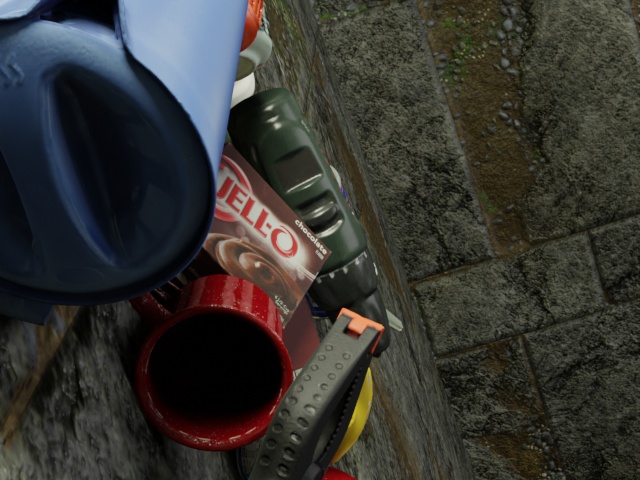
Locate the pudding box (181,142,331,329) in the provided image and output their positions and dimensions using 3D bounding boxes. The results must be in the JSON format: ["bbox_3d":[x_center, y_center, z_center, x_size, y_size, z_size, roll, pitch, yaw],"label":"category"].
[{"bbox_3d":[-0.055,0.001,0.733,0.113,0.039,0.090,48,42,-14],"label":"pudding box"}]

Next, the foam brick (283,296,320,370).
[{"bbox_3d":[-0.046,0.075,0.772,0.078,0.053,0.051,-13,84,-47],"label":"foam brick"}]

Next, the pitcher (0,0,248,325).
[{"bbox_3d":[-0.102,-0.085,0.506,0.145,0.149,0.242,57,23,-30],"label":"pitcher"}]

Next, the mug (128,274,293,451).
[{"bbox_3d":[-0.072,0.063,0.657,0.117,0.093,0.081,41,11,-12],"label":"mug"}]

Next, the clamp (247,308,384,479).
[{"bbox_3d":[-0.020,0.142,0.622,0.210,0.036,0.164,-62,163,-14],"label":"clamp"}]
